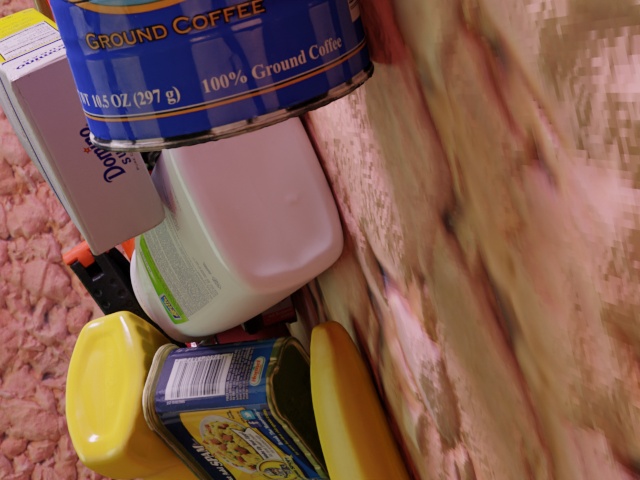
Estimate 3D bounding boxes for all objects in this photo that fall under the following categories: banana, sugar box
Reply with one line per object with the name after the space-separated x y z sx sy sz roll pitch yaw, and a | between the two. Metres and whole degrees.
0.037 0.130 0.507 0.198 0.037 0.070 61 147 36 | banana
-0.134 -0.064 0.554 0.176 0.048 0.093 34 148 60 | sugar box

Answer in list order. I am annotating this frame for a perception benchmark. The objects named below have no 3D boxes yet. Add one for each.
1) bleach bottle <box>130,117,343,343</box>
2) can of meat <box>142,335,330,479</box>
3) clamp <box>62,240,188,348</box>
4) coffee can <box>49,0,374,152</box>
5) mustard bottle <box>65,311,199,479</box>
-0.068 0.001 0.598 0.102 0.068 0.251 66 157 3 | bleach bottle
-0.041 0.102 0.628 0.102 0.084 0.057 58 -146 -41 | can of meat
-0.129 0.053 0.783 0.171 0.039 0.120 58 173 -33 | clamp
-0.047 -0.112 0.349 0.103 0.102 0.140 -136 30 -66 | coffee can
-0.086 0.123 0.699 0.191 0.058 0.096 44 -148 -53 | mustard bottle
